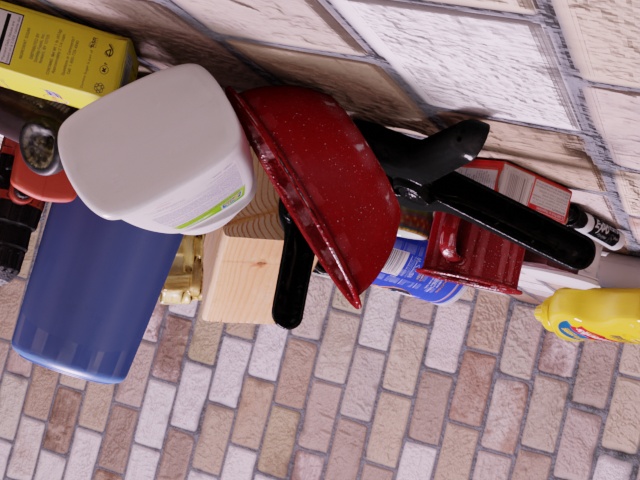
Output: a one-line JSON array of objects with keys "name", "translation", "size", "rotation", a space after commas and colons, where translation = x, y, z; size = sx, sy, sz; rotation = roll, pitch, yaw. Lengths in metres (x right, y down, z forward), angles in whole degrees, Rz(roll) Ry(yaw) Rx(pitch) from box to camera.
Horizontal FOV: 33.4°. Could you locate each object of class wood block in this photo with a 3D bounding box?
[{"name": "wood block", "translation": [-0.056, 0.002, 0.994], "size": [0.090, 0.090, 0.206], "rotation": [4, 155, -10]}]

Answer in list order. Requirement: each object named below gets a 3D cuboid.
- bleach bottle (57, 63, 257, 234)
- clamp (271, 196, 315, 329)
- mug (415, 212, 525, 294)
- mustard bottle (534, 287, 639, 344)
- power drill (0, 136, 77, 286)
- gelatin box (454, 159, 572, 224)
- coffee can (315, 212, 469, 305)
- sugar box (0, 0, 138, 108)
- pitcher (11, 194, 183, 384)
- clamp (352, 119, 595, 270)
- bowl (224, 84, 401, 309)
[{"name": "bleach bottle", "translation": [-0.094, -0.040, 0.709], "size": [0.102, 0.068, 0.251], "rotation": [-27, 173, -4]}, {"name": "clamp", "translation": [-0.013, -0.014, 0.845], "size": [0.039, 0.120, 0.171], "rotation": [23, -152, -19]}, {"name": "mug", "translation": [0.129, -0.005, 0.901], "size": [0.093, 0.081, 0.117], "rotation": [10, 176, 32]}, {"name": "mustard bottle", "translation": [0.301, 0.080, 1.133], "size": [0.096, 0.058, 0.192], "rotation": [19, 169, -31]}, {"name": "power drill", "translation": [-0.245, -0.057, 0.903], "size": [0.057, 0.184, 0.188], "rotation": [15, 167, -24]}, {"name": "gelatin box", "translation": [0.133, -0.037, 0.800], "size": [0.089, 0.030, 0.073], "rotation": [17, 176, -41]}, {"name": "coffee can", "translation": [0.074, 0.000, 1.057], "size": [0.140, 0.103, 0.103], "rotation": [16, 177, -27]}, {"name": "sugar box", "translation": [-0.203, -0.121, 0.651], "size": [0.176, 0.048, 0.093], "rotation": [13, 177, -6]}, {"name": "pitcher", "translation": [-0.193, 0.002, 0.984], "size": [0.145, 0.243, 0.149], "rotation": [15, 174, 37]}, {"name": "clamp", "translation": [0.068, -0.048, 0.715], "size": [0.210, 0.036, 0.164], "rotation": [21, 166, 39]}, {"name": "bowl", "translation": [0.004, -0.039, 0.668], "size": [0.162, 0.055, 0.162], "rotation": [58, 177, 5]}]
